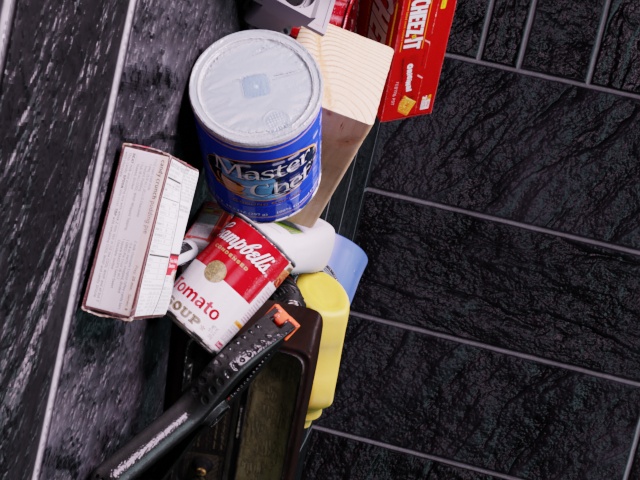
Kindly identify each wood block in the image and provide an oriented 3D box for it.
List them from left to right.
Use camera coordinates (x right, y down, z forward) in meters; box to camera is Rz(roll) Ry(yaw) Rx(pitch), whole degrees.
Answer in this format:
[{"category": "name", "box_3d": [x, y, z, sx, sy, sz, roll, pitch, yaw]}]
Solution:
[{"category": "wood block", "box_3d": [-0.012, -0.107, 1.028, 0.206, 0.090, 0.090, 121, -12, -60]}]

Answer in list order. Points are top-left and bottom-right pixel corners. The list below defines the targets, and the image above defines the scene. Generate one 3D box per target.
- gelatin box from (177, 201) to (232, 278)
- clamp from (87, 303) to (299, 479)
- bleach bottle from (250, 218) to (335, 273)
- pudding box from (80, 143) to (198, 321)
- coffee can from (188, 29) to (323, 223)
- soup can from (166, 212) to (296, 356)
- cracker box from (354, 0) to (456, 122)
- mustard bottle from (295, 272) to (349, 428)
[{"category": "gelatin box", "box_3d": [-0.105, 0.021, 0.957, 0.073, 0.030, 0.089, -69, 171, -61]}, {"category": "clamp", "box_3d": [-0.100, 0.135, 0.866, 0.210, 0.036, 0.164, -47, 170, -1]}, {"category": "bleach bottle", "box_3d": [-0.057, 0.001, 1.126, 0.250, 0.103, 0.068, -7, 113, -77]}, {"category": "pudding box", "box_3d": [-0.119, -0.004, 0.718, 0.090, 0.039, 0.113, 28, 74, -84]}, {"category": "coffee can", "box_3d": [-0.049, -0.089, 0.868, 0.140, 0.103, 0.102, 91, 14, -66]}, {"category": "soup can", "box_3d": [-0.079, 0.036, 0.882, 0.102, 0.068, 0.068, -48, 169, -9]}, {"category": "cracker box", "box_3d": [0.054, -0.255, 1.126, 0.164, 0.072, 0.214, 98, -29, -47]}, {"category": "mustard bottle", "box_3d": [-0.009, 0.140, 1.252, 0.096, 0.058, 0.192, -123, -145, -55]}]
